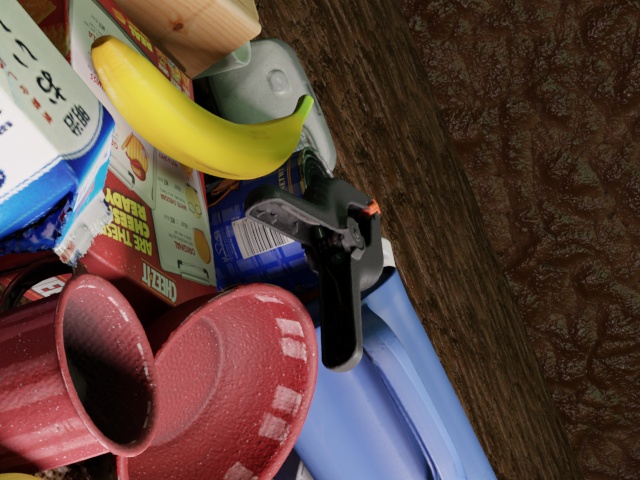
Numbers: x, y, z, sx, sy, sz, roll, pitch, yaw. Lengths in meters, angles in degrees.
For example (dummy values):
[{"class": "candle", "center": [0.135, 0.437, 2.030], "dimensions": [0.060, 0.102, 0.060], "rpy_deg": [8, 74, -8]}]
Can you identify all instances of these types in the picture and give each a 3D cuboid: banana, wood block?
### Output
[{"class": "banana", "center": [-0.074, -0.077, 0.695], "dimensions": [0.197, 0.037, 0.069], "rpy_deg": [8, 74, -53]}, {"class": "wood block", "center": [-0.144, -0.202, 0.744], "dimensions": [0.205, 0.091, 0.090], "rpy_deg": [31, 36, -50]}]

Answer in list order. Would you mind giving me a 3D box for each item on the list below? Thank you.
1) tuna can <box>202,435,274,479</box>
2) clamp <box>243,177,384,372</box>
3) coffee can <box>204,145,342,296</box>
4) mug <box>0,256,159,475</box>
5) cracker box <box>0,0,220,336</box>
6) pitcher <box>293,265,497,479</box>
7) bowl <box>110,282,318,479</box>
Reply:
[{"class": "tuna can", "center": [-0.058, 0.167, 0.728], "dimensions": [0.086, 0.034, 0.086], "rpy_deg": [51, 1, -2]}, {"class": "clamp", "center": [0.002, -0.004, 0.681], "dimensions": [0.171, 0.039, 0.120], "rpy_deg": [-69, 138, -65]}, {"class": "coffee can", "center": [-0.055, 0.001, 0.794], "dimensions": [0.102, 0.140, 0.103], "rpy_deg": [-19, 90, -75]}, {"class": "mug", "center": [-0.140, 0.062, 0.536], "dimensions": [0.093, 0.082, 0.117], "rpy_deg": [46, 29, -57]}, {"class": "cracker box", "center": [-0.141, -0.050, 0.689], "dimensions": [0.164, 0.072, 0.214], "rpy_deg": [44, 32, -57]}, {"class": "pitcher", "center": [0.054, 0.149, 0.767], "dimensions": [0.243, 0.145, 0.149], "rpy_deg": [60, 26, -5]}, {"class": "bowl", "center": [-0.074, 0.094, 0.645], "dimensions": [0.161, 0.055, 0.162], "rpy_deg": [-26, 127, -41]}]
